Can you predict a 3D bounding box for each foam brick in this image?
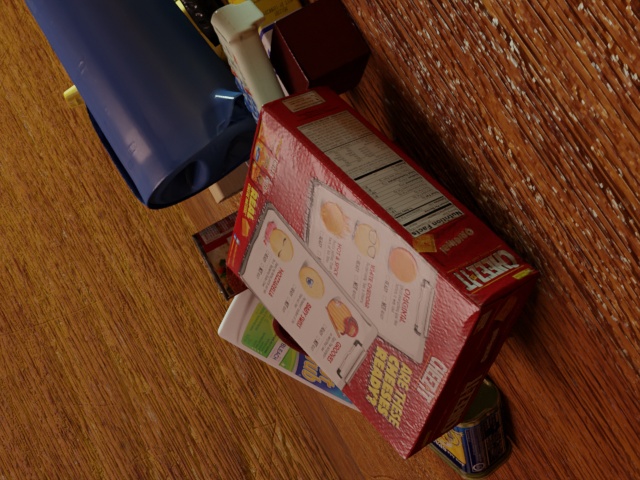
[{"bbox_3d":[-0.002,-0.136,0.786,0.053,0.051,0.078,61,170,6],"label":"foam brick"}]

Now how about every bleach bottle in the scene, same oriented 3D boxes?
[{"bbox_3d":[0.022,0.118,1.121,0.251,0.068,0.103,29,125,1],"label":"bleach bottle"}]

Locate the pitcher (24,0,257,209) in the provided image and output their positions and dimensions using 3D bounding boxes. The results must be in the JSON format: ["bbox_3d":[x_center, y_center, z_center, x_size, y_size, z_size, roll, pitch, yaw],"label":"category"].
[{"bbox_3d":[-0.167,-0.153,0.965,0.243,0.149,0.145,55,-177,8],"label":"pitcher"}]

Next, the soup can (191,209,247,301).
[{"bbox_3d":[-0.056,0.001,0.964,0.068,0.102,0.068,60,173,12],"label":"soup can"}]

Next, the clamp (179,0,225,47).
[{"bbox_3d":[-0.126,-0.240,0.880,0.165,0.036,0.209,62,-174,29],"label":"clamp"}]

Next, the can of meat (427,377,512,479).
[{"bbox_3d":[0.118,0.149,0.946,0.102,0.057,0.084,38,155,41],"label":"can of meat"}]

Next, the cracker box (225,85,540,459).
[{"bbox_3d":[0.033,0.019,0.749,0.214,0.072,0.164,44,140,26],"label":"cracker box"}]
